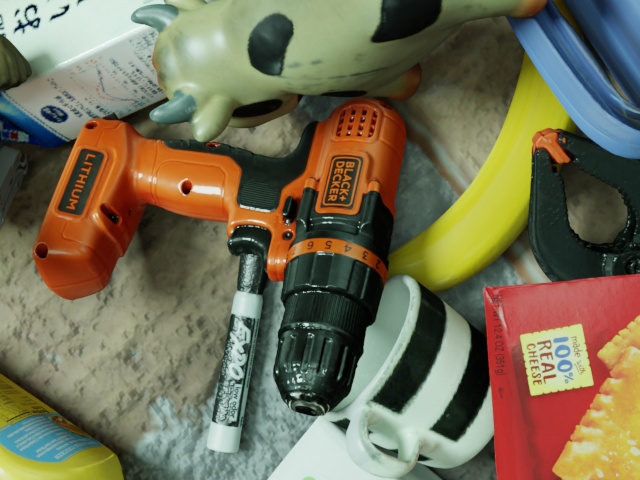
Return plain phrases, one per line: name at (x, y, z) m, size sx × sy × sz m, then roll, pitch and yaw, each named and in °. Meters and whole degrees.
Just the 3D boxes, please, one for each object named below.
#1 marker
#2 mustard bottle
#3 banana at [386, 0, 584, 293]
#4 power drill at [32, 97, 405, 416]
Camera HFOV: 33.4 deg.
marker at (-0.047, 0.062, 0.621) m, size 0.020 × 0.020 × 0.121 m, roll 10°, pitch 90°, yaw 14°
mustard bottle at (-0.174, 0.122, 0.610) m, size 0.192 × 0.096 × 0.058 m, roll 30°, pitch 94°, yaw 13°
banana at (0.092, -0.039, 0.581) m, size 0.070 × 0.037 × 0.198 m, roll 39°, pitch 97°, yaw 10°
power drill at (-0.054, 0.001, 0.574) m, size 0.188 × 0.057 × 0.184 m, roll 5°, pitch 56°, yaw 14°
